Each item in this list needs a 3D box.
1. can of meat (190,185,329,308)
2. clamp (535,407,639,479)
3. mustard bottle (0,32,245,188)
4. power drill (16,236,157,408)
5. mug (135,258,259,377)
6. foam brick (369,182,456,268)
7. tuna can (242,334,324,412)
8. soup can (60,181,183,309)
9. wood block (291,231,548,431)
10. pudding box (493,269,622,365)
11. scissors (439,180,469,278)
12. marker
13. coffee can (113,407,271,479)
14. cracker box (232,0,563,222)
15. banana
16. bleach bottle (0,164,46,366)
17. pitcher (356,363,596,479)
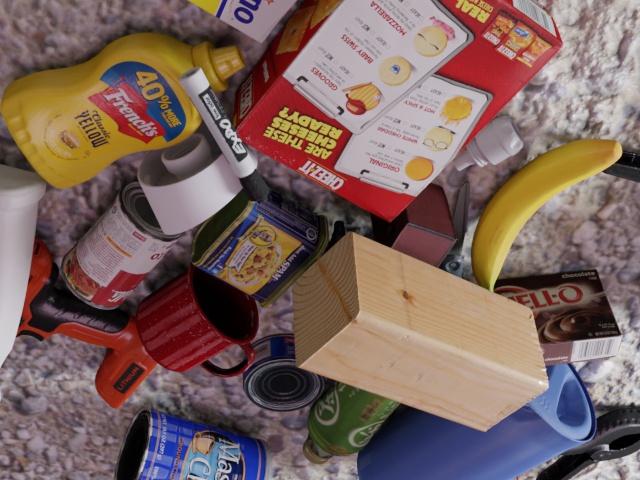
[{"bbox_3d":[-0.056,0.001,0.963,0.083,0.057,0.102,30,122,-25],"label":"can of meat"},{"bbox_3d":[0.299,0.226,1.196,0.172,0.039,0.120,-31,142,14],"label":"clamp"},{"bbox_3d":[-0.150,-0.113,0.854,0.192,0.058,0.096,-20,125,12],"label":"mustard bottle"},{"bbox_3d":[-0.258,0.094,1.026,0.187,0.057,0.185,28,123,-26],"label":"power drill"},{"bbox_3d":[-0.111,0.081,1.002,0.082,0.093,0.117,-32,106,27],"label":"mug"},{"bbox_3d":[0.081,-0.014,0.947,0.051,0.078,0.053,18,125,-19],"label":"foam brick"},{"bbox_3d":[-0.038,0.138,1.098,0.086,0.034,0.086,-2,131,-3],"label":"tuna can"},{"bbox_3d":[-0.175,0.004,0.948,0.068,0.068,0.102,29,123,-27],"label":"soup can"},{"bbox_3d":[0.086,0.082,0.923,0.205,0.091,0.090,23,132,-28],"label":"wood block"},{"bbox_3d":[0.222,0.075,1.028,0.113,0.090,0.039,-5,134,-2],"label":"pudding box"},{"bbox_3d":[0.109,0.029,1.028,0.096,0.016,0.202,-12,131,6],"label":"scissors"},{"bbox_3d":[-0.073,-0.079,0.829,0.020,0.020,0.121,-22,118,14],"label":"marker"},{"bbox_3d":[-0.137,0.245,1.139,0.140,0.103,0.103,20,127,-21],"label":"coffee can"},{"bbox_3d":[0.055,-0.136,0.842,0.164,0.072,0.214,28,125,-24],"label":"cracker box"},{"bbox_3d":[0.188,-0.028,0.954,0.037,0.070,0.198,-19,148,-52],"label":"banana"},{"bbox_3d":[-0.299,0.059,0.926,0.102,0.068,0.251,13,110,11],"label":"bleach bottle"},{"bbox_3d":[0.161,0.203,1.122,0.149,0.145,0.243,39,123,-18],"label":"pitcher"}]
